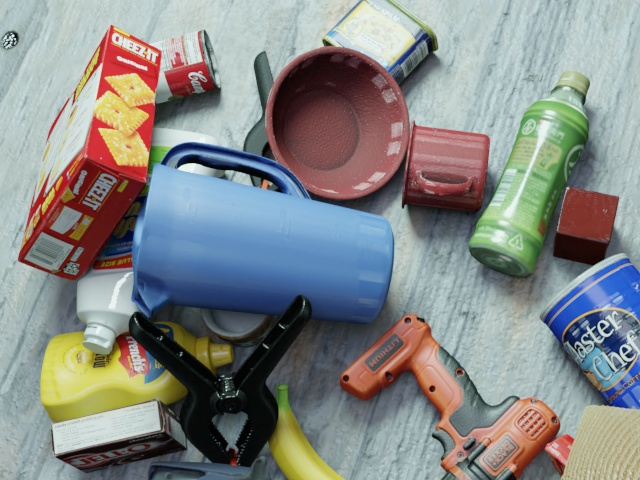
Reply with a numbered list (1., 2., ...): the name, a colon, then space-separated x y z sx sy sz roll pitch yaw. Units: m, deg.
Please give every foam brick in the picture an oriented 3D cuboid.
1. foam brick: 0.263 -0.013 1.064 0.053 0.078 0.051 13 74 13

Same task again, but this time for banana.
1. banana: 0.008 0.227 1.023 0.198 0.070 0.037 41 39 26

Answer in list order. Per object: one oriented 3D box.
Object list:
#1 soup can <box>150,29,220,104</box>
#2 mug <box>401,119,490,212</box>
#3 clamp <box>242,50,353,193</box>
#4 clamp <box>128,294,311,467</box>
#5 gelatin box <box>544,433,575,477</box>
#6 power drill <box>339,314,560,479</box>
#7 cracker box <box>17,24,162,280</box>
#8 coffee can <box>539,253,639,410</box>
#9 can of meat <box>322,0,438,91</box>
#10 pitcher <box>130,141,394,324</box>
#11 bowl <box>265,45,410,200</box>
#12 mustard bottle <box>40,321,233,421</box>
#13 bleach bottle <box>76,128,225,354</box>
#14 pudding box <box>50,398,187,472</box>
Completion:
1. soup can: -0.170 -0.192 1.201 0.102 0.068 0.068 -14 69 4
2. mug: 0.128 -0.070 1.090 0.081 0.117 0.093 7 109 6
3. clamp: -0.045 -0.127 1.172 0.120 0.039 0.171 25 74 12
4. clamp: -0.078 0.138 1.007 0.164 0.210 0.036 -11 33 -2
5. gelatin box: 0.246 0.226 0.963 0.030 0.073 0.089 -34 104 -4
6. power drill: 0.107 0.179 1.032 0.184 0.057 0.188 -43 72 -8
7. cracker box: -0.230 -0.089 1.087 0.072 0.164 0.213 24 39 -23
8. coffee can: 0.290 0.097 1.006 0.103 0.103 0.140 -33 69 -4
9. can of meat: 0.065 -0.219 1.181 0.102 0.057 0.084 42 83 20
10. pitcher: -0.057 0.001 1.029 0.242 0.145 0.149 9 105 -9
11. bowl: 0.011 -0.120 1.129 0.162 0.055 0.162 2 85 -20
12. mustard bottle: -0.184 0.128 1.088 0.191 0.058 0.096 -8 42 5
13. bleach bottle: -0.182 0.002 1.110 0.103 0.068 0.250 9 61 15
14. pudding box: -0.198 0.194 1.054 0.113 0.090 0.039 -15 68 2
